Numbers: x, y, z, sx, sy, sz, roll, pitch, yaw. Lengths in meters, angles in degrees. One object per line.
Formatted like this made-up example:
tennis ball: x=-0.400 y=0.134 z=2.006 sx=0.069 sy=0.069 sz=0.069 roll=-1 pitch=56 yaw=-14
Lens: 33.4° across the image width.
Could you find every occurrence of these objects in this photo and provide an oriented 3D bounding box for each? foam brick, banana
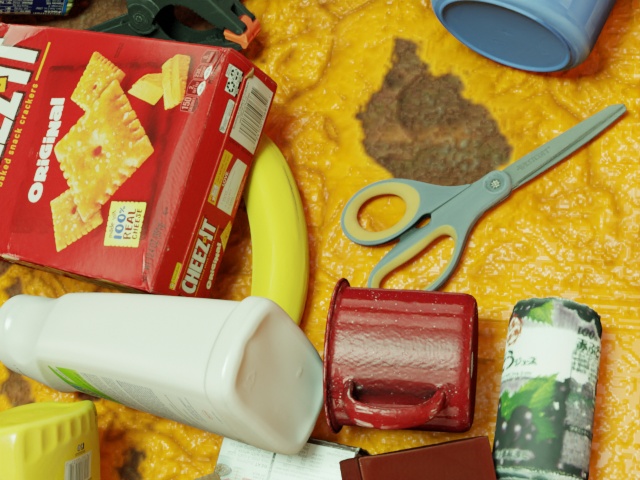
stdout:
foam brick: x=0.055 y=0.142 z=0.598 sx=0.078 sy=0.051 sz=0.053 roll=-6 pitch=78 yaw=-15
banana: x=-0.041 y=-0.011 z=0.716 sx=0.070 sy=0.037 sz=0.198 roll=-32 pitch=62 yaw=22

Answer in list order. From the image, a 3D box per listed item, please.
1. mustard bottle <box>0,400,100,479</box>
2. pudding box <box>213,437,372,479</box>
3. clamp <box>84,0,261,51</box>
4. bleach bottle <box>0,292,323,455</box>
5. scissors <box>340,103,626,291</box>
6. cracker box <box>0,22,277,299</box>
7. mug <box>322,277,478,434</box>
mustard bottle: x=-0.163 y=0.196 z=0.632 sx=0.058 sy=0.096 sz=0.191 roll=-3 pitch=91 yaw=14
pudding box: x=-0.025 y=0.172 z=0.638 sx=0.090 sy=0.039 sz=0.113 roll=8 pitch=74 yaw=19
clamp: x=-0.129 y=-0.177 z=0.766 sx=0.171 sy=0.120 sz=0.039 roll=7 pitch=46 yaw=15
bleach bottle: x=-0.123 y=0.067 z=0.655 sx=0.251 sy=0.102 sz=0.068 roll=6 pitch=59 yaw=34
scissors: x=0.095 y=-0.041 z=0.695 sx=0.201 sy=0.016 sz=0.096 roll=-46 pitch=65 yaw=-4
cracker box: x=-0.154 y=-0.055 z=0.721 sx=0.214 sy=0.072 sz=0.164 roll=12 pitch=79 yaw=29
mug: x=0.047 y=0.074 z=0.616 sx=0.081 sy=0.117 sz=0.093 roll=2 pitch=109 yaw=12
